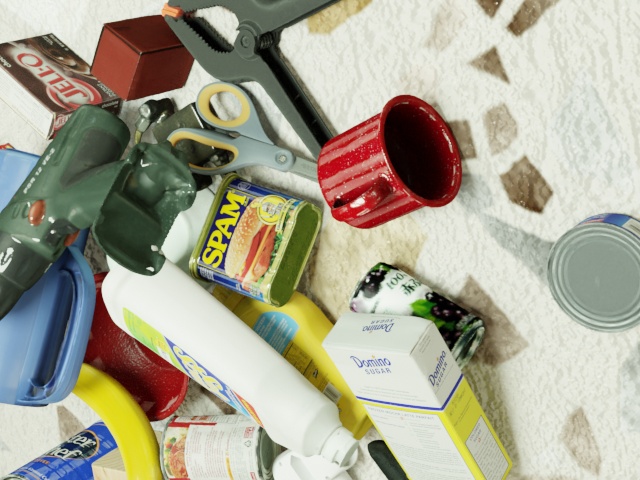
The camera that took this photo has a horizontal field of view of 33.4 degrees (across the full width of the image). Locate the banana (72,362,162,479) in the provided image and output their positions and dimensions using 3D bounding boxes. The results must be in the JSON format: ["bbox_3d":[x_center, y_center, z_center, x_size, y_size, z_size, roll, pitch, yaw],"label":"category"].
[{"bbox_3d":[-0.204,0.188,1.058,0.198,0.069,0.037,59,175,26],"label":"banana"}]

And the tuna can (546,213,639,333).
[{"bbox_3d":[0.215,0.023,0.795,0.086,0.033,0.086,13,114,31],"label":"tuna can"}]

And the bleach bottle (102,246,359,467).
[{"bbox_3d":[-0.073,0.106,0.922,0.251,0.068,0.102,35,156,18],"label":"bleach bottle"}]

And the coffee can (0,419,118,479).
[{"bbox_3d":[-0.266,0.269,1.157,0.103,0.140,0.103,13,114,31],"label":"coffee can"}]

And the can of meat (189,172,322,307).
[{"bbox_3d":[-0.056,0.001,0.947,0.084,0.057,0.102,20,86,26],"label":"can of meat"}]

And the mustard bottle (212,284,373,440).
[{"bbox_3d":[-0.025,0.100,0.977,0.192,0.058,0.096,38,123,18],"label":"mustard bottle"}]

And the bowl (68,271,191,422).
[{"bbox_3d":[-0.181,0.101,1.089,0.162,0.055,0.162,13,114,31],"label":"bowl"}]

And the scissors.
[{"bbox_3d":[-0.036,-0.089,0.937,0.202,0.016,0.096,6,76,11],"label":"scissors"}]

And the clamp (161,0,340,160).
[{"bbox_3d":[-0.050,-0.161,0.913,0.210,0.036,0.165,18,114,31],"label":"clamp"}]

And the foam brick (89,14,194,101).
[{"bbox_3d":[-0.159,-0.166,0.964,0.053,0.078,0.051,38,125,21],"label":"foam brick"}]

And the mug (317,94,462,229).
[{"bbox_3d":[0.046,-0.051,0.840,0.082,0.117,0.093,-24,111,43],"label":"mug"}]

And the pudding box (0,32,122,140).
[{"bbox_3d":[-0.263,-0.150,1.034,0.113,0.089,0.039,39,125,18],"label":"pudding box"}]

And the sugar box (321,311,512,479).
[{"bbox_3d":[0.082,0.135,0.875,0.094,0.048,0.176,2,131,42],"label":"sugar box"}]

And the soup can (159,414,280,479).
[{"bbox_3d":[-0.097,0.205,1.043,0.102,0.068,0.068,-3,106,15],"label":"soup can"}]

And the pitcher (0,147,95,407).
[{"bbox_3d":[-0.294,0.039,1.055,0.145,0.149,0.243,-177,104,-76],"label":"pitcher"}]
